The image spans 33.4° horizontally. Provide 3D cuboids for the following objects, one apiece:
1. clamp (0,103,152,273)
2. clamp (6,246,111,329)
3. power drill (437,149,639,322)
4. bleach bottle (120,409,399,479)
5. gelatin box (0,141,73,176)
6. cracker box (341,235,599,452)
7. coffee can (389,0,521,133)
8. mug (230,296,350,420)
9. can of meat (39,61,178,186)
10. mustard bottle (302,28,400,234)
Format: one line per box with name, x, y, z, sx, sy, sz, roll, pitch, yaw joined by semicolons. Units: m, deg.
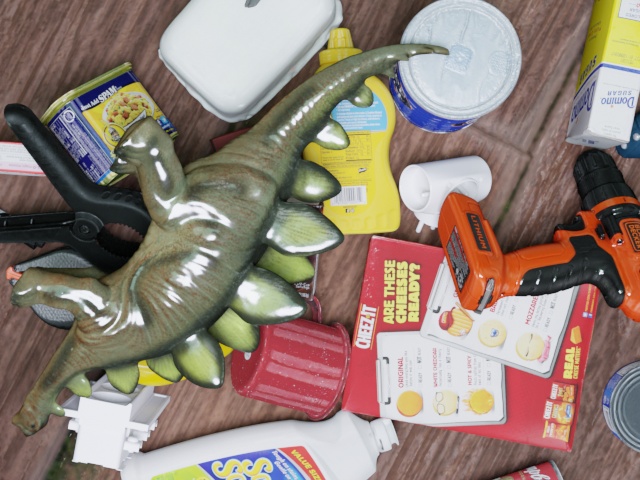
clamp;-0.207;-0.029;0.947;0.210;0.036;0.165;19;131;-8
clamp;-0.212;0.062;1.013;0.171;0.039;0.120;7;86;-2
power drill;0.204;-0.007;0.947;0.187;0.057;0.184;-3;51;-11
bleach bottle;-0.052;0.211;1.002;0.251;0.068;0.102;-19;95;-1
gelatin box;-0.282;-0.077;0.993;0.089;0.073;0.030;4;91;1
cracker box;0.137;0.093;0.993;0.213;0.072;0.164;10;89;2
coffee can;0.116;-0.152;0.954;0.103;0.140;0.103;0;91;0
mug;-0.028;0.099;0.976;0.081;0.093;0.117;17;67;-23
can of meat;-0.191;-0.104;0.982;0.084;0.101;0.058;53;135;-3
mustard bottle;0.022;-0.101;0.997;0.096;0.058;0.191;-3;91;1
